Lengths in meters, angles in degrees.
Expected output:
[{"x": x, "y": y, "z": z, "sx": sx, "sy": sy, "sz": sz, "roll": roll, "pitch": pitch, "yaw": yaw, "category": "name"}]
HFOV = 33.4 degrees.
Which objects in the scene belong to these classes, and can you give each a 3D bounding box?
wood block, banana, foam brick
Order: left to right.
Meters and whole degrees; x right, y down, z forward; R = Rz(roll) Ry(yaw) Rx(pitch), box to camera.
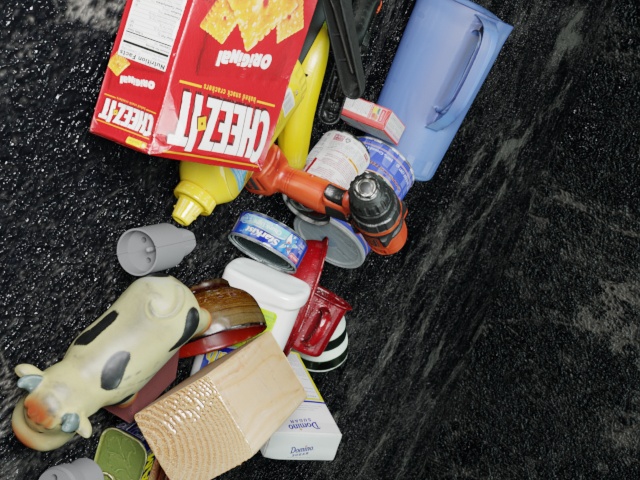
[{"x": -0.184, "y": 0.129, "z": 1.056, "sx": 0.078, "sy": 0.053, "sz": 0.051, "roll": -44, "pitch": 153, "yaw": -45, "category": "foam brick"}, {"x": -0.095, "y": 0.170, "z": 1.093, "sx": 0.091, "sy": 0.090, "sz": 0.206, "roll": -31, "pitch": 179, "yaw": 15, "category": "wood block"}, {"x": -0.018, "y": -0.151, "z": 1.173, "sx": 0.069, "sy": 0.037, "sz": 0.198, "roll": -35, "pitch": 146, "yaw": -55, "category": "banana"}]

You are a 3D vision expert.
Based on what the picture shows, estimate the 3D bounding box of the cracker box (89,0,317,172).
[{"x": -0.080, "y": -0.169, "z": 0.860, "sx": 0.164, "sy": 0.072, "sz": 0.214, "roll": 3, "pitch": 107, "yaw": -61, "category": "cracker box"}]

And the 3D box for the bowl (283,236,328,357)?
[{"x": -0.043, "y": 0.062, "z": 1.308, "sx": 0.162, "sy": 0.055, "sz": 0.162, "roll": -162, "pitch": -89, "yaw": -85, "category": "bowl"}]

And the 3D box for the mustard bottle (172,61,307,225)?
[{"x": -0.084, "y": -0.095, "z": 1.026, "sx": 0.191, "sy": 0.058, "sz": 0.096, "roll": -59, "pitch": 162, "yaw": -18, "category": "mustard bottle"}]

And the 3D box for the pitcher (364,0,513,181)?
[{"x": 0.150, "y": -0.203, "z": 1.418, "sx": 0.149, "sy": 0.145, "sz": 0.243, "roll": -10, "pitch": 126, "yaw": -65, "category": "pitcher"}]

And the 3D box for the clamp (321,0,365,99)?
[{"x": 0.011, "y": -0.246, "z": 1.031, "sx": 0.164, "sy": 0.036, "sz": 0.210, "roll": 28, "pitch": 71, "yaw": -54, "category": "clamp"}]

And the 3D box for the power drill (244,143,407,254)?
[{"x": 0.000, "y": -0.054, "z": 1.108, "sx": 0.057, "sy": 0.188, "sz": 0.184, "roll": -60, "pitch": 163, "yaw": -10, "category": "power drill"}]

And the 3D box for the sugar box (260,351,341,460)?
[{"x": -0.047, "y": 0.199, "z": 1.312, "sx": 0.176, "sy": 0.093, "sz": 0.048, "roll": -119, "pitch": -138, "yaw": -54, "category": "sugar box"}]

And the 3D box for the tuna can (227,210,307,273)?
[{"x": -0.058, "y": 0.001, "z": 1.185, "sx": 0.033, "sy": 0.086, "sz": 0.086, "roll": -62, "pitch": 162, "yaw": -14, "category": "tuna can"}]

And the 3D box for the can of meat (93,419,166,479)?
[{"x": -0.199, "y": 0.234, "z": 1.149, "sx": 0.083, "sy": 0.057, "sz": 0.102, "roll": -33, "pitch": 145, "yaw": -63, "category": "can of meat"}]

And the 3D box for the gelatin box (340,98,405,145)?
[{"x": 0.062, "y": -0.154, "z": 1.333, "sx": 0.030, "sy": 0.073, "sz": 0.089, "roll": -65, "pitch": 162, "yaw": 0, "category": "gelatin box"}]

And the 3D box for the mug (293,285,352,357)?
[{"x": -0.013, "y": 0.106, "z": 1.423, "sx": 0.081, "sy": 0.093, "sz": 0.117, "roll": -61, "pitch": -158, "yaw": 5, "category": "mug"}]

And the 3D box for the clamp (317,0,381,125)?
[{"x": 0.036, "y": -0.222, "z": 1.170, "sx": 0.120, "sy": 0.039, "sz": 0.171, "roll": 112, "pitch": -4, "yaw": -58, "category": "clamp"}]

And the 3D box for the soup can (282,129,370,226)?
[{"x": 0.008, "y": -0.077, "z": 1.295, "sx": 0.102, "sy": 0.068, "sz": 0.068, "roll": -55, "pitch": 160, "yaw": -27, "category": "soup can"}]

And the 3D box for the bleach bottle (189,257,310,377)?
[{"x": -0.098, "y": 0.151, "z": 1.244, "sx": 0.068, "sy": 0.102, "sz": 0.251, "roll": -41, "pitch": 152, "yaw": -67, "category": "bleach bottle"}]

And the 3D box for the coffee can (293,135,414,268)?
[{"x": 0.044, "y": -0.050, "z": 1.375, "sx": 0.140, "sy": 0.103, "sz": 0.103, "roll": -56, "pitch": 160, "yaw": -26, "category": "coffee can"}]
